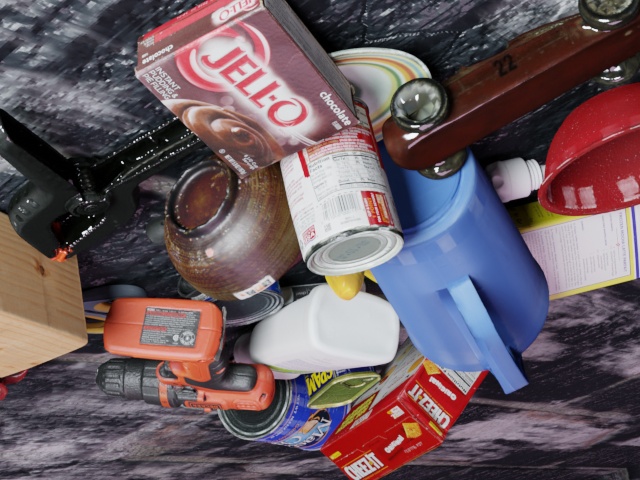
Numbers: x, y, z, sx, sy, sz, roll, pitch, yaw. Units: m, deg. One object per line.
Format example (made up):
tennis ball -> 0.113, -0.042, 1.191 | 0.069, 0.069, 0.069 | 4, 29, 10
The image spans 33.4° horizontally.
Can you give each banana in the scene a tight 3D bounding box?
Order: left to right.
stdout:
banana -> 0.037, 0.020, 0.933 | 0.037, 0.070, 0.197 | -43, 165, 12

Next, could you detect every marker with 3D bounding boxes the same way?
marker -> 0.013, 0.050, 1.071 | 0.121, 0.020, 0.020 | -5, 156, -18

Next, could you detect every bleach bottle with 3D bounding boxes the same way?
bleach bottle -> -0.027, 0.104, 1.080 | 0.102, 0.068, 0.251 | 16, 160, -27

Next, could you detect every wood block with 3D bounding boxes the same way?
wood block -> -0.269, 0.028, 0.773 | 0.090, 0.091, 0.205 | -21, 156, 17

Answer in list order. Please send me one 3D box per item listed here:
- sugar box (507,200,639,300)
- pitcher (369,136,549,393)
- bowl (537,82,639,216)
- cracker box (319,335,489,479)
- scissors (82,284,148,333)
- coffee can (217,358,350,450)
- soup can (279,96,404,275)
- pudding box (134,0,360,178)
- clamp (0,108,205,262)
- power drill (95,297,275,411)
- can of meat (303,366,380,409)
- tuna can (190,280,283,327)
sugar box -> 0.265, -0.004, 1.004 | 0.176, 0.048, 0.093 | -15, 123, -1
pitcher -> 0.103, 0.015, 0.859 | 0.149, 0.145, 0.242 | 16, 162, 29
bowl -> 0.245, -0.079, 0.852 | 0.162, 0.055, 0.162 | -11, 157, -5
cracker box -> 0.114, 0.152, 1.147 | 0.213, 0.072, 0.164 | -47, -179, -41
scissors -> -0.230, 0.050, 0.941 | 0.096, 0.016, 0.201 | -23, 156, 18
coffee can -> -0.042, 0.190, 1.256 | 0.103, 0.103, 0.140 | -24, 155, 23
soup can -> 0.011, -0.036, 0.706 | 0.068, 0.102, 0.068 | -12, 157, -5
pudding box -> -0.042, -0.096, 0.644 | 0.090, 0.039, 0.113 | -23, 140, 22
clamp -> -0.170, -0.039, 0.734 | 0.164, 0.036, 0.210 | -5, 157, -36
power drill -> -0.144, 0.113, 1.014 | 0.184, 0.057, 0.187 | 1, 156, 7
can of meat -> 0.016, 0.128, 1.169 | 0.057, 0.084, 0.102 | -2, 155, -26
tuna can -> -0.079, 0.051, 1.002 | 0.086, 0.034, 0.086 | -11, 157, -5
